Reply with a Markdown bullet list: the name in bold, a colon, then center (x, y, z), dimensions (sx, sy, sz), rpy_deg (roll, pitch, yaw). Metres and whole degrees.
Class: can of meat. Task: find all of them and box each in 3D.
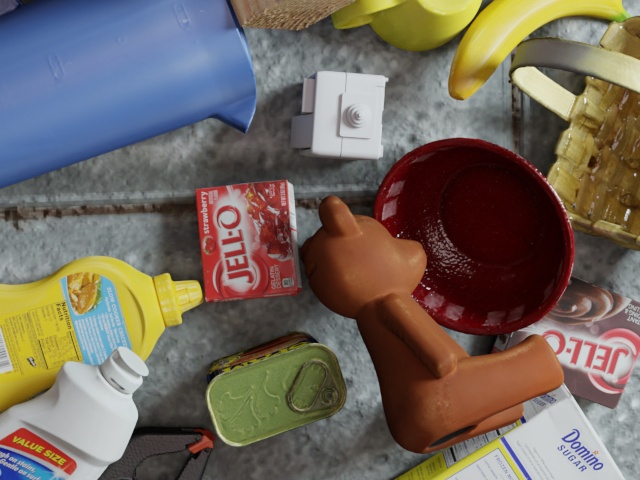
- **can of meat**: center (-0.037, 0.111, 0.821), dimensions (0.102, 0.084, 0.057), rpy_deg (-18, 96, -6)

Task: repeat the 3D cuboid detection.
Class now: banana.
- **banana**: center (0.170, -0.171, 0.833), dimensions (0.197, 0.037, 0.069), rpy_deg (-23, 84, -24)

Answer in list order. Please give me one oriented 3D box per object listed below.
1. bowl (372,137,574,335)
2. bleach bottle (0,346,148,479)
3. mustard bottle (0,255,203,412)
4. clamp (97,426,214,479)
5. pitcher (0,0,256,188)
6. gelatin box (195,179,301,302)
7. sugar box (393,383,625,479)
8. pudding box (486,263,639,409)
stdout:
- **bowl**: center (0.123, -0.010, 0.827), dimensions (0.162, 0.055, 0.162), rpy_deg (12, 118, 25)
- **bleach bottle**: center (-0.226, 0.168, 0.780), dimensions (0.102, 0.068, 0.251), rpy_deg (45, 98, 5)
- **mustard bottle**: center (-0.183, 0.063, 0.811), dimensions (0.191, 0.058, 0.096), rpy_deg (-15, 97, -6)
- **clamp**: center (-0.163, 0.194, 0.834), dimensions (0.171, 0.039, 0.120), rpy_deg (-43, 101, -3)
- **pitcher**: center (-0.176, -0.130, 0.768), dimensions (0.243, 0.149, 0.145), rpy_deg (-22, 139, -3)
- **gelatin box**: center (-0.055, 0.001, 0.824), dimensions (0.073, 0.030, 0.089), rpy_deg (-6, 84, 7)
- **sugar box**: center (0.144, 0.198, 0.857), dimensions (0.176, 0.048, 0.093), rpy_deg (-32, 102, 4)
- **pudding box**: center (0.205, 0.077, 0.875), dimensions (0.113, 0.039, 0.090), rpy_deg (21, 92, -8)
